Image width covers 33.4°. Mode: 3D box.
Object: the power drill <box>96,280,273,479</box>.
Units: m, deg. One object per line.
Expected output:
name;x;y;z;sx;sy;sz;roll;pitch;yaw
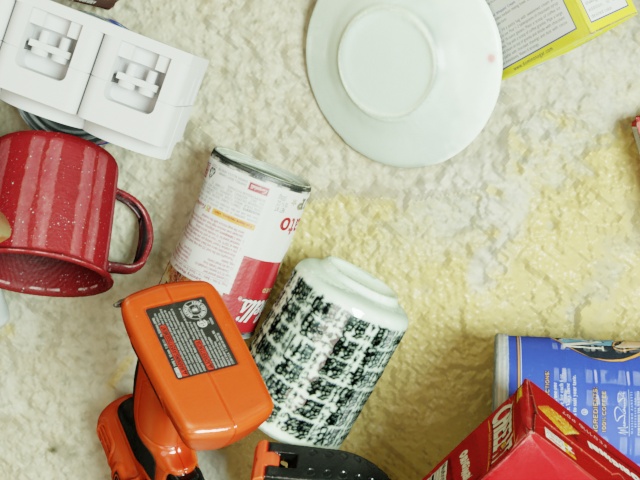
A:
power drill;-0.078;0.130;0.611;0.184;0.057;0.188;57;145;33

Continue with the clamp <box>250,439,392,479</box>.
clamp;0.024;0.176;0.649;0.171;0.039;0.120;27;123;-15

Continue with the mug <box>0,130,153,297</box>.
mug;-0.159;-0.014;0.666;0.117;0.093;0.081;13;69;-25

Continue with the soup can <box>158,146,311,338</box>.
soup can;-0.054;0.001;0.663;0.068;0.068;0.102;23;99;6
